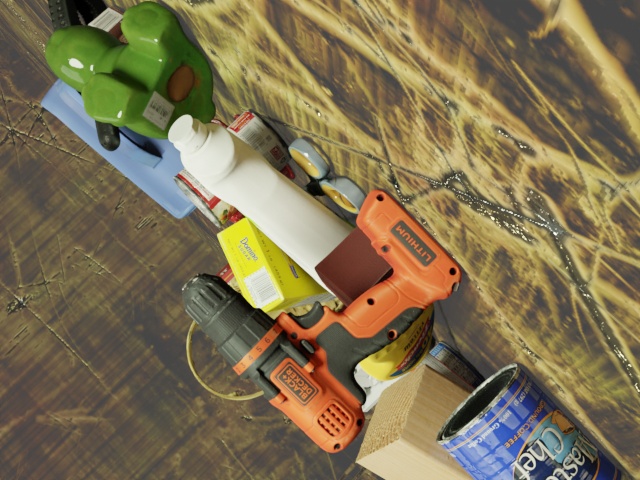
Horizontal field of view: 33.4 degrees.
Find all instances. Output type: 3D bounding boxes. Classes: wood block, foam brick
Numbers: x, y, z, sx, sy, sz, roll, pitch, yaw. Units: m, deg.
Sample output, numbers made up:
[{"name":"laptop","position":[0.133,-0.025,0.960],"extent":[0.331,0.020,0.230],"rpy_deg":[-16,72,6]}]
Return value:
[{"name":"wood block","position":[0.153,0.221,1.055],"extent":[0.206,0.090,0.091],"rpy_deg":[32,144,-10]},{"name":"foam brick","position":[0.043,0.022,0.946],"extent":[0.053,0.078,0.051],"rpy_deg":[43,170,23]}]

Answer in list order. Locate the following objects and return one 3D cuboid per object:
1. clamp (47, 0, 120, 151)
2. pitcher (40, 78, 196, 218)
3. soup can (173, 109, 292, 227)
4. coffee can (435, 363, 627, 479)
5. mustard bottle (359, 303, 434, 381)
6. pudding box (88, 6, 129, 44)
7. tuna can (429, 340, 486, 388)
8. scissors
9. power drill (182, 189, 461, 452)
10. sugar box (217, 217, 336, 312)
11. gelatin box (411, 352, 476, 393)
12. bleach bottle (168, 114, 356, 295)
[{"name":"clamp","position":[-0.260,-0.216,1.239],"extent":[0.210,0.036,0.164],"rpy_deg":[58,-150,-31]},{"name":"pitcher","position":[-0.236,-0.142,1.389],"extent":[0.243,0.149,0.145],"rpy_deg":[44,149,-8]},{"name":"soup can","position":[-0.086,-0.072,1.052],"extent":[0.068,0.102,0.068],"rpy_deg":[45,173,7]},{"name":"coffee can","position":[0.190,0.196,0.964],"extent":[0.140,0.102,0.103],"rpy_deg":[46,172,1]},{"name":"mustard bottle","position":[0.074,0.090,1.049],"extent":[0.058,0.096,0.191],"rpy_deg":[31,168,18]},{"name":"pudding box","position":[-0.200,-0.208,1.194],"extent":[0.114,0.039,0.090],"rpy_deg":[39,171,47]},{"name":"tuna can","position":[0.153,0.154,1.197],"extent":[0.086,0.033,0.086],"rpy_deg":[45,172,7]},{"name":"scissors","position":[-0.011,-0.064,1.013],"extent":[0.096,0.016,0.202],"rpy_deg":[47,172,-21]},{"name":"power drill","position":[0.007,0.049,0.867],"extent":[0.184,0.187,0.057],"rpy_deg":[45,174,-2]},{"name":"sugar box","position":[-0.030,0.022,1.115],"extent":[0.176,0.048,0.093],"rpy_deg":[-8,-109,-62]},{"name":"gelatin box","position":[0.138,0.169,1.132],"extent":[0.089,0.030,0.073],"rpy_deg":[36,154,40]},{"name":"bleach bottle","position":[-0.041,-0.033,0.985],"extent":[0.250,0.068,0.103],"rpy_deg":[39,177,-40]}]
